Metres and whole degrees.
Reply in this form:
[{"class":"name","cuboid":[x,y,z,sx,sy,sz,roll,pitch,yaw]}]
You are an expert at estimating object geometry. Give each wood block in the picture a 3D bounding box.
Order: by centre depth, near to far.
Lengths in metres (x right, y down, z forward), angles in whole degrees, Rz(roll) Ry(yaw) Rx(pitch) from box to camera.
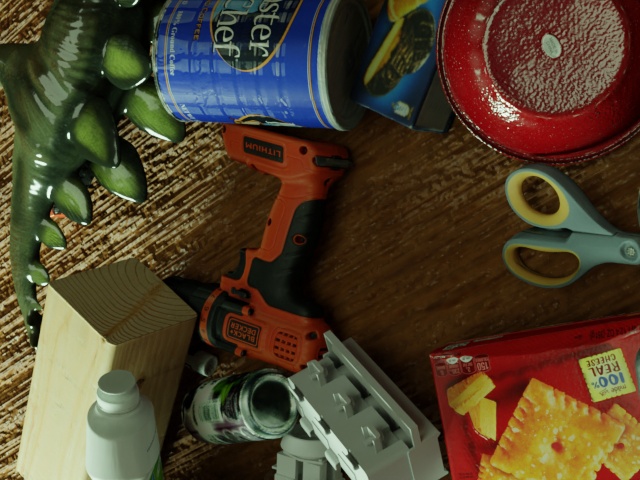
[{"class":"wood block","cuboid":[-0.184,0.131,0.902,0.090,0.090,0.206,38,125,30]}]

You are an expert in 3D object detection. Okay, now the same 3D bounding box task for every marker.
[{"class":"marker","cuboid":[-0.142,0.091,0.946,0.121,0.020,0.020,20,101,32]}]

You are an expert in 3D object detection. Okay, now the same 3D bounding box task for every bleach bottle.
[{"class":"bleach bottle","cuboid":[-0.152,0.206,0.852,0.068,0.102,0.251,-1,121,-4]}]

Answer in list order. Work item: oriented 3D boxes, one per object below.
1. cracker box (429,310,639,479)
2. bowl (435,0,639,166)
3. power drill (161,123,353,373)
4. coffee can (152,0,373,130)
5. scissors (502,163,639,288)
[{"class":"cracker box","cuboid":[0.173,0.162,0.707,0.164,0.072,0.214,-13,84,33]},{"class":"bowl","cuboid":[0.152,-0.126,0.691,0.162,0.055,0.162,2,101,13]},{"class":"power drill","cuboid":[-0.056,0.001,0.868,0.185,0.057,0.188,16,101,32]},{"class":"coffee can","cuboid":[-0.041,-0.138,0.810,0.140,0.102,0.103,5,94,22]},{"class":"scissors","cuboid":[0.190,-0.012,0.683,0.202,0.016,0.096,-11,100,53]}]
